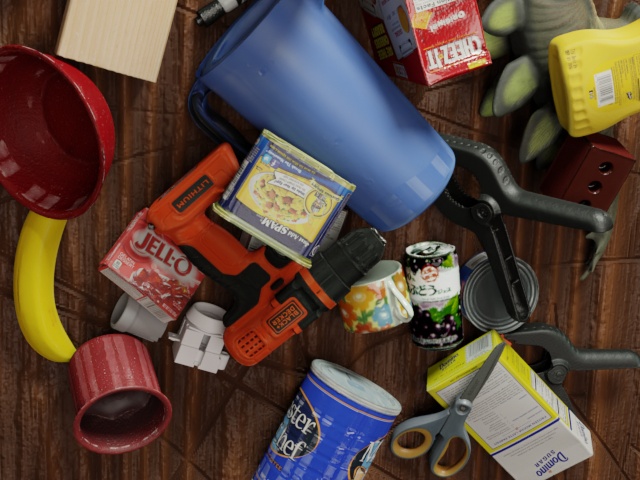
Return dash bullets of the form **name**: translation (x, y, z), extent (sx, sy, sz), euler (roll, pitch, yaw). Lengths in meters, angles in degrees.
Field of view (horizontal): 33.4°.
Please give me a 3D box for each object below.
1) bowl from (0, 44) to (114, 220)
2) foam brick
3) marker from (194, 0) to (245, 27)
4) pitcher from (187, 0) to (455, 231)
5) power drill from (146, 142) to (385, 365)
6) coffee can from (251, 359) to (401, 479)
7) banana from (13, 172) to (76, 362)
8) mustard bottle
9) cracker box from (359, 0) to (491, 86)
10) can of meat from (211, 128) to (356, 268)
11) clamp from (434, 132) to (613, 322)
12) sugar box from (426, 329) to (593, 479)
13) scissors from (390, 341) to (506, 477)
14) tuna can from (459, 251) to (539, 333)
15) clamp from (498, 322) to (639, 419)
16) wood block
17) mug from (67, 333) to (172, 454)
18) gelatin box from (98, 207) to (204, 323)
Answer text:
- **bowl**: translation (-0.238, -0.102, 0.958), extent (0.055, 0.162, 0.162), euler (-36, 115, -48)
- **foam brick**: translation (0.261, -0.064, 1.051), extent (0.053, 0.051, 0.078), euler (14, 118, -18)
- **marker**: translation (-0.068, -0.240, 1.014), extent (0.121, 0.020, 0.020), euler (-35, 108, -4)
- **pitcher**: translation (0.003, -0.117, 1.005), extent (0.242, 0.149, 0.145), euler (43, 72, -18)
- **power drill**: translation (-0.057, 0.001, 1.005), extent (0.184, 0.057, 0.187), euler (-40, 99, 4)
- **coffee can**: translation (0.005, 0.207, 1.091), extent (0.102, 0.103, 0.140), euler (26, 96, -18)
- **banana**: translation (-0.262, 0.035, 1.023), extent (0.069, 0.037, 0.198), euler (-15, 111, -40)
- **mustard bottle**: translation (0.313, -0.167, 0.995), extent (0.191, 0.058, 0.096), euler (-16, 118, 0)
- **cracker box**: translation (0.077, -0.257, 0.970), extent (0.072, 0.164, 0.213), euler (-19, 106, -7)
- **can of meat**: translation (-0.031, -0.038, 0.943), extent (0.102, 0.057, 0.084), euler (31, 96, -10)
- **clamp**: translation (0.171, -0.024, 1.069), extent (0.036, 0.210, 0.165), euler (-31, 154, -44)
- **sugar box**: translation (0.205, 0.184, 1.151), extent (0.093, 0.048, 0.176), euler (-34, 114, 25)
- **scissors**: translation (0.128, 0.175, 1.118), extent (0.096, 0.016, 0.202), euler (7, 127, 2)
- **tuna can**: translation (0.186, 0.054, 1.137), extent (0.086, 0.034, 0.086), euler (-3, 103, -13)
- **clamp**: translation (0.257, 0.150, 1.175), extent (0.171, 0.039, 0.120), euler (22, 97, -10)
- **wood block**: translation (-0.167, -0.254, 0.949), extent (0.090, 0.090, 0.206), euler (13, 99, -17)
- **mug**: translation (-0.195, 0.152, 1.033), extent (0.093, 0.081, 0.117), euler (-22, 134, -5)
- **gelatin box**: translation (-0.159, 0.024, 1.030), extent (0.089, 0.030, 0.073), euler (42, 60, -20)
